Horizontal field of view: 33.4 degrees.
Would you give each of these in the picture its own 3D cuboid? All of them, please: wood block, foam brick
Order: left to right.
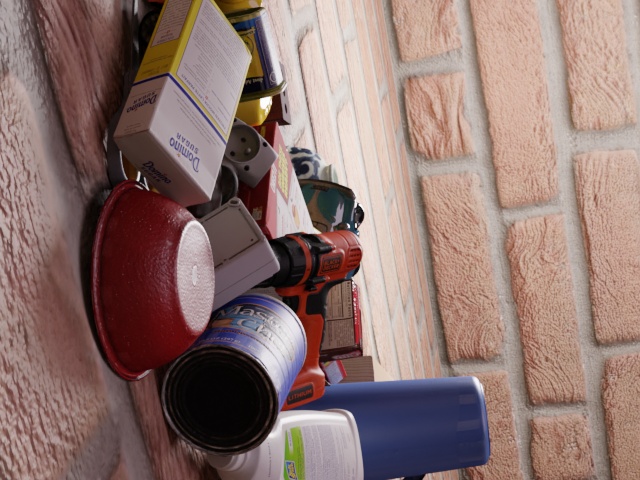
[{"bbox_3d":[-0.069,-0.180,1.317,0.053,0.051,0.078,8,74,-79],"label":"foam brick"},{"bbox_3d":[0.057,0.238,1.580,0.206,0.090,0.091,52,32,-68],"label":"wood block"}]

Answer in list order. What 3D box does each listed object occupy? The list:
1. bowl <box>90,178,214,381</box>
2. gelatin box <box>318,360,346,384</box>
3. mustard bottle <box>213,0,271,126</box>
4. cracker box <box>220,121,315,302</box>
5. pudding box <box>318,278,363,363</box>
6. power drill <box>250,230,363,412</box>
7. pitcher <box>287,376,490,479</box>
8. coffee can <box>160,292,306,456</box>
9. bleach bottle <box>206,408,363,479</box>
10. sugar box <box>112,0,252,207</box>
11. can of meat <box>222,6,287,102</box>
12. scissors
[{"bbox_3d":[-0.124,0.031,0.848,0.162,0.055,0.162,-2,90,-77],"label":"bowl"},{"bbox_3d":[-0.011,0.135,1.347,0.089,0.030,0.073,41,-19,37],"label":"gelatin box"},{"bbox_3d":[-0.087,-0.219,1.147,0.191,0.058,0.096,86,4,-52],"label":"mustard bottle"},{"bbox_3d":[-0.058,0.001,1.205,0.213,0.072,0.164,70,16,-45],"label":"cracker box"},{"bbox_3d":[-0.006,0.100,1.288,0.039,0.113,0.090,56,28,-59],"label":"pudding box"},{"bbox_3d":[-0.035,0.083,1.100,0.184,0.057,0.188,-9,117,-49],"label":"power drill"},{"bbox_3d":[0.081,0.241,1.305,0.149,0.243,0.145,74,11,-66],"label":"pitcher"},{"bbox_3d":[-0.074,0.116,0.960,0.140,0.103,0.103,-59,140,-72],"label":"coffee can"},{"bbox_3d":[-0.037,0.209,1.060,0.250,0.068,0.102,28,48,-61],"label":"bleach bottle"},{"bbox_3d":[-0.114,-0.124,0.911,0.093,0.048,0.176,52,41,-40],"label":"sugar box"},{"bbox_3d":[-0.093,-0.183,1.071,0.057,0.102,0.084,-69,148,-66],"label":"can of meat"},{"bbox_3d":[-0.155,-0.118,0.926,0.096,0.016,0.201,65,21,-52],"label":"scissors"}]
